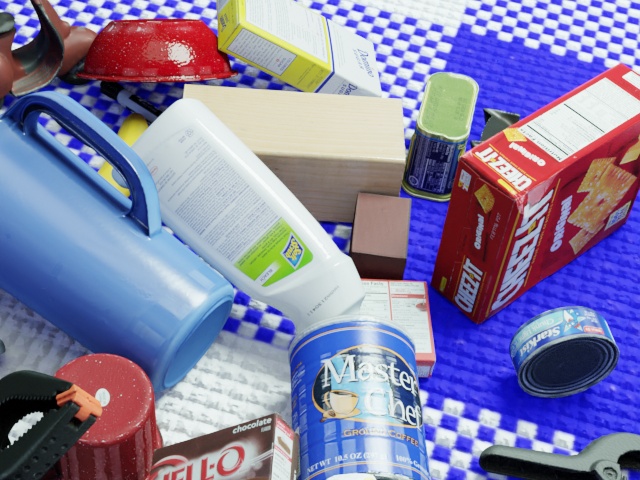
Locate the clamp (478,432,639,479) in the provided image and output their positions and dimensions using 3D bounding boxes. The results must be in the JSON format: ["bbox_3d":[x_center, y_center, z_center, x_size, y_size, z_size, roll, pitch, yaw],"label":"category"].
[{"bbox_3d":[0.219,0.200,0.825,0.171,0.039,0.120,-7,51,-13],"label":"clamp"}]

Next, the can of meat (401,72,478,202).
[{"bbox_3d":[0.118,-0.104,1.050,0.057,0.084,0.102,13,48,5],"label":"can of meat"}]

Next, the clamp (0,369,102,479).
[{"bbox_3d":[-0.247,0.141,0.764,0.210,0.036,0.164,-30,45,17],"label":"clamp"}]

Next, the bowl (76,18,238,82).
[{"bbox_3d":[-0.162,-0.191,1.061,0.162,0.055,0.162,0,14,0],"label":"bowl"}]

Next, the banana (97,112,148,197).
[{"bbox_3d":[-0.209,-0.055,1.001,0.070,0.037,0.197,29,52,15],"label":"banana"}]

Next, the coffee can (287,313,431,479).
[{"bbox_3d":[0.028,0.142,0.812,0.102,0.103,0.140,1,49,-5],"label":"coffee can"}]

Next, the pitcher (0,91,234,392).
[{"bbox_3d":[-0.188,0.004,0.866,0.243,0.149,0.145,36,69,10],"label":"pitcher"}]

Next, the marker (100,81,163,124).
[{"bbox_3d":[-0.179,-0.132,1.084,0.121,0.020,0.020,34,53,21],"label":"marker"}]

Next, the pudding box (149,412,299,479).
[{"bbox_3d":[-0.072,0.180,0.755,0.114,0.039,0.090,-19,43,22],"label":"pudding box"}]

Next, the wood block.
[{"bbox_3d":[-0.029,-0.080,1.009,0.206,0.090,0.091,3,48,-3],"label":"wood block"}]

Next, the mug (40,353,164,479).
[{"bbox_3d":[-0.175,0.144,0.800,0.117,0.081,0.093,-28,57,-27],"label":"mug"}]

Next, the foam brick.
[{"bbox_3d":[0.053,0.002,0.970,0.051,0.053,0.078,8,49,0],"label":"foam brick"}]

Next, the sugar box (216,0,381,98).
[{"bbox_3d":[-0.022,-0.199,1.093,0.176,0.048,0.093,25,40,-30],"label":"sugar box"}]

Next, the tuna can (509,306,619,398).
[{"bbox_3d":[0.201,0.093,0.886,0.086,0.086,0.034,-3,48,-10],"label":"tuna can"}]

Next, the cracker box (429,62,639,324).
[{"bbox_3d":[0.206,-0.041,0.952,0.213,0.164,0.072,-31,57,-29],"label":"cracker box"}]

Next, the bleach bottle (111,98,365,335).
[{"bbox_3d":[-0.056,0.001,0.892,0.251,0.103,0.068,47,13,8],"label":"bleach bottle"}]

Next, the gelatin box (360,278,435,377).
[{"bbox_3d":[0.058,0.075,0.922,0.073,0.030,0.089,1,49,-4],"label":"gelatin box"}]
